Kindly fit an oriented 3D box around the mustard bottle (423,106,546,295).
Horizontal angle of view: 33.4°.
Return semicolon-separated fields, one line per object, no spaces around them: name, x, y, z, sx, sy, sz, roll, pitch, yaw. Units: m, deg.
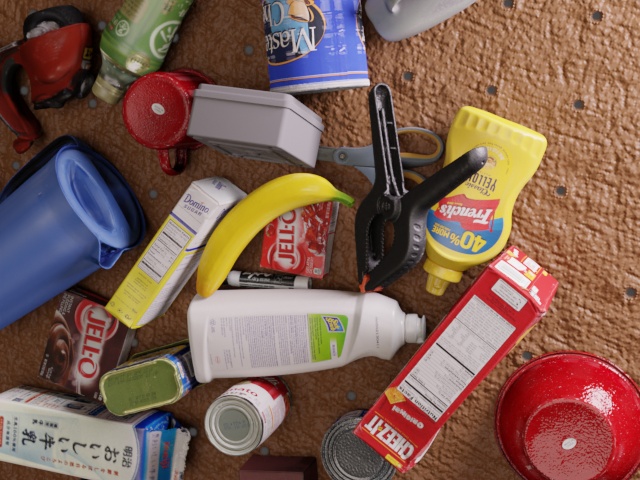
mustard bottle;0.151;-0.033;1.087;0.096;0.058;0.192;23;104;6

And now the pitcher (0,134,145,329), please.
pitcher;-0.328;0.001;1.201;0.243;0.149;0.145;-33;103;21

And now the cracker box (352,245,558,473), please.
cracker box;0.139;0.113;1.056;0.072;0.164;0.214;40;106;9

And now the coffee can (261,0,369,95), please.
coffee can;-0.007;-0.221;1.082;0.103;0.102;0.140;-4;96;16

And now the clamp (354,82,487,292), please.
clamp;0.086;-0.036;1.070;0.165;0.036;0.210;33;118;45

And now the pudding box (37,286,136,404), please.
pudding box;-0.268;0.121;1.237;0.090;0.039;0.113;21;102;12

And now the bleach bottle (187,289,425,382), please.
bleach bottle;-0.013;0.102;1.150;0.251;0.068;0.102;-1;113;11

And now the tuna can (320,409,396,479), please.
tuna can;0.046;0.229;1.166;0.086;0.033;0.086;2;98;15

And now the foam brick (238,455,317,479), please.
foam brick;-0.046;0.273;1.189;0.078;0.053;0.051;-1;98;16

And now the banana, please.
banana;-0.063;-0.016;1.125;0.198;0.037;0.069;-32;79;12

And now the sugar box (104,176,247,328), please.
sugar box;-0.156;0.011;1.163;0.048;0.093;0.176;37;105;8

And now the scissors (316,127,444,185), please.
scissors;0.035;-0.072;1.136;0.202;0.016;0.096;-8;96;17

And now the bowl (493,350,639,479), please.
bowl;0.255;0.197;1.091;0.162;0.055;0.162;2;99;16

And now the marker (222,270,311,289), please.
marker;-0.070;0.044;1.181;0.121;0.020;0.020;4;99;15

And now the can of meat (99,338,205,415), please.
can of meat;-0.185;0.154;1.195;0.102;0.083;0.057;-17;93;17

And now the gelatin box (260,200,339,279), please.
gelatin box;-0.023;-0.008;1.154;0.073;0.030;0.089;11;100;15

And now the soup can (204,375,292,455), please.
soup can;-0.078;0.187;1.160;0.068;0.102;0.068;2;98;16

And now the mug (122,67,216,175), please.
mug;-0.161;-0.128;1.150;0.093;0.081;0.117;4;99;15
